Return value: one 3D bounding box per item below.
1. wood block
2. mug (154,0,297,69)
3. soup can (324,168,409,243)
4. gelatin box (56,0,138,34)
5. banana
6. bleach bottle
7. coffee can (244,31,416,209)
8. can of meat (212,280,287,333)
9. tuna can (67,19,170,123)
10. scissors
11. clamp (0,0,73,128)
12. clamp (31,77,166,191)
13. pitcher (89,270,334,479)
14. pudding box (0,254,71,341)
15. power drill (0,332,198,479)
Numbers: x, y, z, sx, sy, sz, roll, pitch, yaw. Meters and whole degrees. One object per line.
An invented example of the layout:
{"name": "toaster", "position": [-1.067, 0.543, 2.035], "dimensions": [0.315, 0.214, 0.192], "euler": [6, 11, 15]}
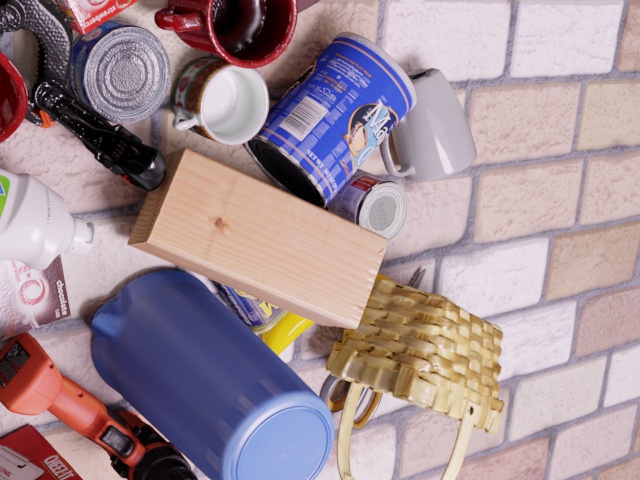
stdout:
{"name": "wood block", "position": [-0.056, 0.001, 0.969], "dimensions": [0.206, 0.090, 0.091], "euler": [24, 80, -19]}
{"name": "mug", "position": [-0.090, -0.198, 0.927], "dimensions": [0.117, 0.082, 0.093], "euler": [-22, 118, -31]}
{"name": "soup can", "position": [0.032, -0.040, 1.074], "dimensions": [0.068, 0.102, 0.068], "euler": [-15, 115, -34]}
{"name": "gelatin box", "position": [-0.180, -0.224, 0.879], "dimensions": [0.089, 0.030, 0.073], "euler": [-37, 126, -22]}
{"name": "banana", "position": [0.009, 0.071, 1.147], "dimensions": [0.197, 0.037, 0.070], "euler": [-26, 139, -28]}
{"name": "bleach bottle", "position": [-0.287, -0.019, 0.797], "dimensions": [0.250, 0.068, 0.102], "euler": [15, 56, -36]}
{"name": "coffee can", "position": [0.010, -0.115, 1.027], "dimensions": [0.140, 0.103, 0.102], "euler": [-49, 130, -13]}
{"name": "can of meat", "position": [-0.058, 0.026, 1.059], "dimensions": [0.102, 0.058, 0.084], "euler": [-43, 126, -19]}
{"name": "tuna can", "position": [-0.172, -0.144, 0.914], "dimensions": [0.085, 0.034, 0.086], "euler": [-15, 116, -34]}
{"name": "scissors", "position": [0.058, 0.121, 1.216], "dimensions": [0.096, 0.016, 0.202], "euler": [11, 100, -41]}
{"name": "clamp", "position": [-0.259, -0.177, 0.821], "dimensions": [0.164, 0.036, 0.210], "euler": [-18, 126, -15]}
{"name": "clamp", "position": [-0.161, -0.071, 0.881], "dimensions": [0.039, 0.120, 0.171], "euler": [-50, 165, -2]}
{"name": "pitcher", "position": [-0.088, 0.133, 0.950], "dimensions": [0.149, 0.243, 0.145], "euler": [-24, 123, -25]}
{"name": "pudding box", "position": [-0.266, 0.024, 0.900], "dimensions": [0.089, 0.039, 0.113], "euler": [-20, 119, -33]}
{"name": "power drill", "position": [-0.195, 0.164, 0.930], "dimensions": [0.187, 0.185, 0.057], "euler": [45, 76, -30]}
